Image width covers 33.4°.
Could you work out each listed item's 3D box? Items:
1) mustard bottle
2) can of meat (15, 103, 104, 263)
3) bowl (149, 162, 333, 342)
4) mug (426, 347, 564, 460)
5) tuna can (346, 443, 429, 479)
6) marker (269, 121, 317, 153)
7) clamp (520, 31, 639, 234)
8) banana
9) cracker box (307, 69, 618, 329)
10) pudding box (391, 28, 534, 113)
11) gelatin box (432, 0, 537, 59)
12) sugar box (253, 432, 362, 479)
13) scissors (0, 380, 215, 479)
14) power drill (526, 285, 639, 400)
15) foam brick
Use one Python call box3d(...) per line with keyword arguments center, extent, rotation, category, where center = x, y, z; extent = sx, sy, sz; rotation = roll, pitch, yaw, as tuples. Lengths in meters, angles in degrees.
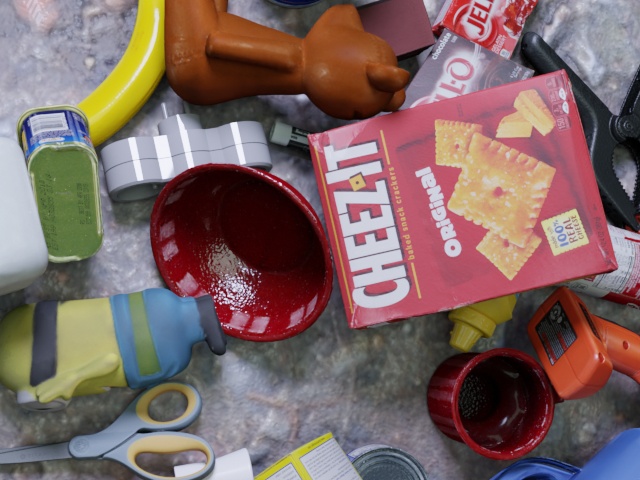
box3d(center=(0.163, 0.010, 0.931), extent=(0.058, 0.096, 0.191), rotation=(25, 79, 18), category="mustard bottle")
box3d(center=(-0.200, -0.044, 0.826), extent=(0.057, 0.084, 0.102), rotation=(-7, 117, -15), category="can of meat")
box3d(center=(-0.056, 0.001, 0.869), extent=(0.162, 0.162, 0.055), rotation=(49, 36, -7), category="bowl")
box3d(center=(0.154, 0.137, 0.926), extent=(0.117, 0.082, 0.093), rotation=(-7, 88, -15), category="mug")
box3d(center=(0.051, 0.219, 0.918), extent=(0.086, 0.034, 0.086), rotation=(1, 86, -15), category="tuna can")
box3d(center=(0.015, -0.079, 0.938), extent=(0.121, 0.020, 0.020), rotation=(15, 82, -13), category="marker")
box3d(center=(0.269, -0.108, 0.997), extent=(0.164, 0.036, 0.210), rotation=(-3, 87, -15), category="clamp")
box3d(center=(-0.172, -0.134, 0.888), extent=(0.070, 0.037, 0.197), rotation=(27, 78, 9), category="banana")
box3d(center=(0.111, -0.029, 0.854), extent=(0.214, 0.072, 0.164), rotation=(-13, 83, 8), category="cracker box")
box3d(center=(0.122, -0.120, 0.935), extent=(0.090, 0.039, 0.113), rotation=(28, 63, 8), category="pudding box")
box3d(center=(0.154, -0.213, 0.978), extent=(0.073, 0.030, 0.089), rotation=(30, 79, -11), category="gelatin box")
box3d(center=(0.026, 0.241, 0.837), extent=(0.048, 0.093, 0.176), rotation=(-35, 79, 19), category="sugar box")
box3d(center=(-0.182, 0.151, 0.869), extent=(0.201, 0.016, 0.096), rotation=(9, 60, 1), category="scissors")
box3d(center=(0.276, 0.121, 0.906), extent=(0.187, 0.184, 0.057), rotation=(22, 117, -25), category="power drill")
box3d(center=(0.053, -0.181, 0.938), extent=(0.078, 0.053, 0.051), rotation=(-20, 91, -14), category="foam brick")
